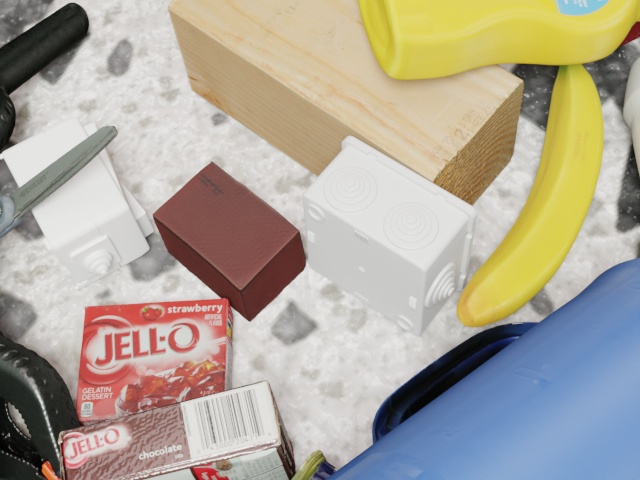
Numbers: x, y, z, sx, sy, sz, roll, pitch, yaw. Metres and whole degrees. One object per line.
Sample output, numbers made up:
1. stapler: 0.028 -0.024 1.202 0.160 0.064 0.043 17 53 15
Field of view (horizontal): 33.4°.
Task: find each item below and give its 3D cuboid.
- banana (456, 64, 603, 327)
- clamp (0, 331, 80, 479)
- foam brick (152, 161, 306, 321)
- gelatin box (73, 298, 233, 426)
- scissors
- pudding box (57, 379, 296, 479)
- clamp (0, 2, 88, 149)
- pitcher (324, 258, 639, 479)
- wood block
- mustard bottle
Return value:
1. banana: 0.133 -0.028 0.643 0.069 0.037 0.197 29 69 -23
2. clamp: -0.193 0.071 0.609 0.171 0.120 0.039 32 29 15
3. foam brick: -0.054 0.001 0.651 0.078 0.051 0.053 39 72 22
4. gelatin box: -0.097 0.074 0.630 0.089 0.030 0.073 -3 62 4
5. scissors: -0.200 -0.025 0.642 0.202 0.016 0.096 -46 58 19
6. pudding box: -0.073 0.118 0.571 0.113 0.090 0.039 -12 64 -1
7. clamp: -0.251 -0.091 0.697 0.164 0.036 0.210 -4 40 8
8. pitcher: 0.096 0.107 0.493 0.242 0.149 0.145 -24 74 -36
9. wood block: 0.015 -0.098 0.672 0.206 0.091 0.090 36 71 21
10. mustard bottle: 0.121 -0.142 0.611 0.191 0.058 0.096 -6 53 -11
